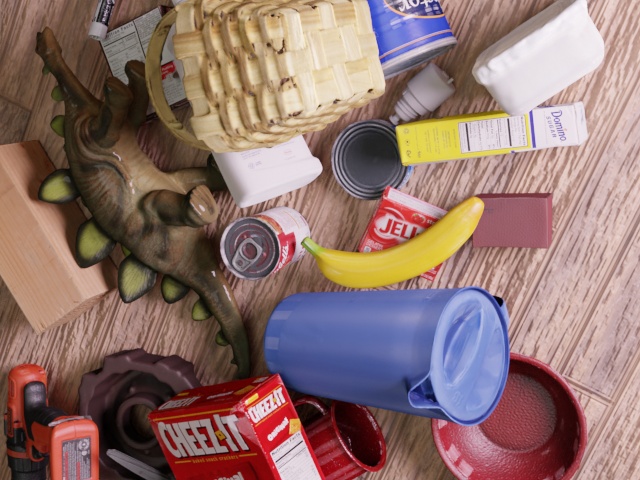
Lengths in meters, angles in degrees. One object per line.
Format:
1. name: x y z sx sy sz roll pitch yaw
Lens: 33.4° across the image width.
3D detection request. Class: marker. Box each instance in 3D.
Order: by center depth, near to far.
1. marker: -0.235 -0.284 1.199 0.020 0.020 0.121 12 83 17

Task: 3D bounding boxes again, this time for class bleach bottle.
1. bleach bottle: -0.094 -0.167 1.157 0.251 0.102 0.068 66 156 6

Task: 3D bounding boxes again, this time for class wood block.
1. wood block: -0.335 -0.006 1.261 0.091 0.090 0.206 -33 87 22

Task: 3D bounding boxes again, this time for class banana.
1. banana: 0.078 0.010 1.094 0.198 0.037 0.069 -14 115 18

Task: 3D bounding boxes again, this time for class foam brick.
1. foam brick: 0.197 -0.021 1.092 0.078 0.051 0.053 2 98 19

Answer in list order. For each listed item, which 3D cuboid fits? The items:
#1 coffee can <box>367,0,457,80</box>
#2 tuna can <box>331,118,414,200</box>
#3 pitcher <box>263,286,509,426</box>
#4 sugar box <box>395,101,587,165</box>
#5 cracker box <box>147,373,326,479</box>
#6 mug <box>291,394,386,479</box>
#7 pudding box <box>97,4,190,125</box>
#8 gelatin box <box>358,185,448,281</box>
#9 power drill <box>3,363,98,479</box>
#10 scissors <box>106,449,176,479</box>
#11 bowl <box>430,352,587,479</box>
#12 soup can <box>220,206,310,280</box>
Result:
1. coffee can: 0.064 -0.242 1.075 0.103 0.102 0.140 -22 91 21
2. tuna can: 0.057 -0.087 1.139 0.086 0.033 0.086 3 100 19
3. pitcher: 0.067 0.106 1.097 0.243 0.149 0.145 0 72 42
4. sugar box: 0.172 -0.108 1.065 0.176 0.093 0.048 -8 96 19
5. cracker box: -0.078 0.261 1.149 0.164 0.072 0.213 -16 100 43
6. mug: 0.005 0.220 1.175 0.082 0.093 0.117 -34 107 25
7. pudding box: -0.191 -0.197 1.206 0.090 0.039 0.113 -20 90 23
8. gelatin box: 0.094 -0.006 1.122 0.089 0.030 0.073 22 121 -2
9. power drill: -0.326 0.255 1.271 0.188 0.057 0.184 15 108 53
10. scissors: -0.149 0.275 1.224 0.096 0.016 0.201 -31 125 4
11. bowl: 0.200 0.189 1.122 0.162 0.055 0.162 3 100 19
12. soup can: -0.058 0.001 1.157 0.069 0.102 0.068 3 100 19
